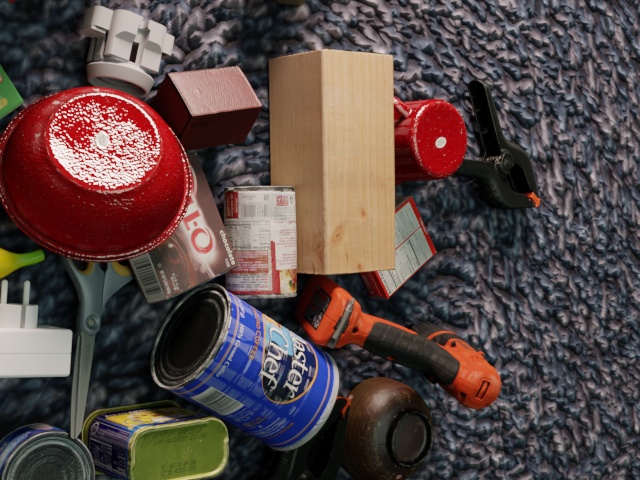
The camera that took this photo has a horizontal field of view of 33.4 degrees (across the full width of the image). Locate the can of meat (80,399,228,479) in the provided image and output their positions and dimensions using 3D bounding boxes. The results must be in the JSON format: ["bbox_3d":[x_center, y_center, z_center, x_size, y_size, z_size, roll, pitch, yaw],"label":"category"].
[{"bbox_3d":[-0.141,0.175,0.918,0.101,0.084,0.057,-2,93,-38],"label":"can of meat"}]

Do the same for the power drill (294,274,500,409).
[{"bbox_3d":[0.071,0.093,1.055,0.187,0.184,0.057,23,93,-17],"label":"power drill"}]

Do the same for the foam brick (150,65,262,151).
[{"bbox_3d":[-0.101,-0.117,0.949,0.078,0.053,0.051,-13,62,-38],"label":"foam brick"}]

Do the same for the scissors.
[{"bbox_3d":[-0.182,0.061,0.911,0.096,0.016,0.202,-5,86,-43],"label":"scissors"}]

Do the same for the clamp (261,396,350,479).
[{"bbox_3d":[-0.023,0.245,1.033,0.209,0.036,0.164,-55,137,-35],"label":"clamp"}]

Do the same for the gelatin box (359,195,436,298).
[{"bbox_3d":[0.073,0.007,1.118,0.089,0.030,0.073,-40,116,-30],"label":"gelatin box"}]

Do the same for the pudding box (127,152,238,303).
[{"bbox_3d":[-0.131,-0.012,0.934,0.089,0.039,0.113,-25,99,-44],"label":"pudding box"}]

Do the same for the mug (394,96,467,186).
[{"bbox_3d":[0.089,-0.110,1.093,0.117,0.082,0.093,47,64,-29],"label":"mug"}]

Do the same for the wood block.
[{"bbox_3d":[0.011,-0.073,1.028,0.090,0.091,0.206,-3,93,-38],"label":"wood block"}]

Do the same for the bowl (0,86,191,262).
[{"bbox_3d":[-0.177,-0.066,0.856,0.162,0.055,0.162,8,62,-16],"label":"bowl"}]

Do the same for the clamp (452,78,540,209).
[{"bbox_3d":[0.198,-0.099,1.208,0.171,0.039,0.120,33,76,-41],"label":"clamp"}]

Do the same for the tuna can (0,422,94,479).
[{"bbox_3d":[-0.231,0.196,0.880,0.085,0.034,0.086,-1,92,-38],"label":"tuna can"}]

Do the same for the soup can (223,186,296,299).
[{"bbox_3d":[-0.056,0.001,0.990,0.068,0.069,0.102,-2,92,-38],"label":"soup can"}]

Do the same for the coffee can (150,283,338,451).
[{"bbox_3d":[-0.067,0.116,0.963,0.140,0.103,0.102,36,70,-33],"label":"coffee can"}]
